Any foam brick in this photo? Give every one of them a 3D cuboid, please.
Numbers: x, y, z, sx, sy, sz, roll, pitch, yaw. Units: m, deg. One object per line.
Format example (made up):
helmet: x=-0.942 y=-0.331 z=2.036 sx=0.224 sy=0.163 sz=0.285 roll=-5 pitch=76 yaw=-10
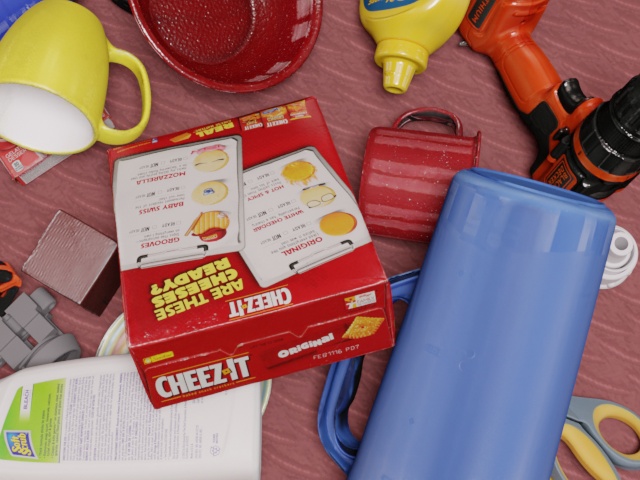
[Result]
foam brick: x=-0.176 y=0.018 z=0.782 sx=0.051 sy=0.078 sz=0.053 roll=30 pitch=80 yaw=4

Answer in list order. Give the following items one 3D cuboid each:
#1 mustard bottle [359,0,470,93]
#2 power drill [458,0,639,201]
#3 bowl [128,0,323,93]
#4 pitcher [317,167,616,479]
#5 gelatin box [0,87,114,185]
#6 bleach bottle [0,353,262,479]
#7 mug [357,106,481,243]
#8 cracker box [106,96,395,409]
mustard bottle: x=0.076 y=-0.205 z=0.825 sx=0.096 sy=0.058 sz=0.191 roll=2 pitch=76 yaw=43
power drill: x=0.173 y=-0.119 z=0.767 sx=0.057 sy=0.185 sz=0.188 roll=-12 pitch=69 yaw=-20
bowl: x=-0.080 y=-0.186 z=0.818 sx=0.161 sy=0.055 sz=0.162 roll=4 pitch=81 yaw=-28
pitcher: x=0.099 y=0.077 z=0.707 sx=0.149 sy=0.145 sz=0.243 roll=13 pitch=100 yaw=-13
gelatin box: x=-0.218 y=-0.097 z=0.830 sx=0.089 sy=0.030 sz=0.073 roll=-34 pitch=80 yaw=-7
bleach bottle: x=-0.166 y=0.120 z=0.735 sx=0.251 sy=0.068 sz=0.102 roll=1 pitch=66 yaw=-2
mug: x=0.074 y=-0.050 z=0.794 sx=0.081 sy=0.093 sz=0.117 roll=8 pitch=64 yaw=6
cracker box: x=-0.055 y=0.001 z=0.736 sx=0.164 sy=0.072 sz=0.214 roll=-15 pitch=42 yaw=-3
